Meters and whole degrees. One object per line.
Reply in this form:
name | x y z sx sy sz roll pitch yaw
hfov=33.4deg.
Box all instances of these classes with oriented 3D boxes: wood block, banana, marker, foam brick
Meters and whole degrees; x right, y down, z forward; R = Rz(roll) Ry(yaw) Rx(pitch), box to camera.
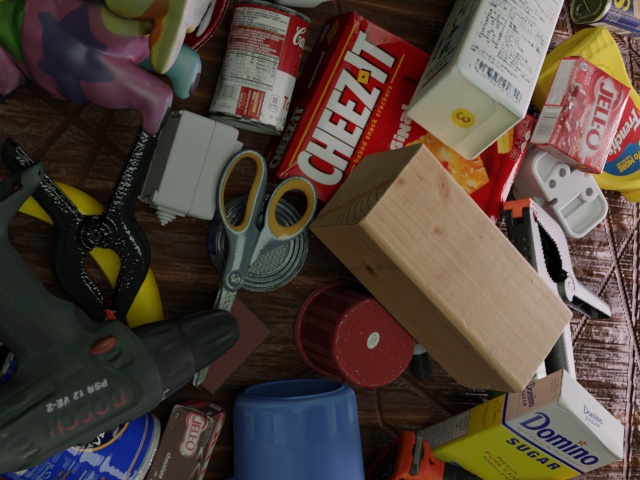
wood block | 0.102 0.027 0.897 0.206 0.091 0.090 46 68 -19
banana | -0.189 0.012 0.896 0.069 0.037 0.197 -44 108 2
marker | 0.088 0.076 1.017 0.020 0.020 0.121 -15 100 -20
foam brick | -0.091 0.087 0.929 0.078 0.053 0.051 -46 109 -12

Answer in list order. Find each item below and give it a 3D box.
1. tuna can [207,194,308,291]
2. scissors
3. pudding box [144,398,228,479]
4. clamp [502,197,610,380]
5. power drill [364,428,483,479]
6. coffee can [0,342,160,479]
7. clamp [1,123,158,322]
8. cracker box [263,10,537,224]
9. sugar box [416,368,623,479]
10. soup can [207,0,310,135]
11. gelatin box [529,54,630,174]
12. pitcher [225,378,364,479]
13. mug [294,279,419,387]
tuna can | -0.056 0.001 0.946 0.086 0.034 0.086 -2 95 -21
scissors | -0.054 0.025 0.897 0.096 0.016 0.202 2 98 -20
pudding box | -0.119 0.193 0.906 0.039 0.090 0.113 22 87 6
clamp | 0.224 0.044 1.013 0.164 0.036 0.210 -49 122 -49
power drill | 0.128 0.261 0.998 0.187 0.185 0.057 24 41 -10
coffee can | -0.215 0.153 0.859 0.140 0.103 0.103 35 81 -20
clamp | -0.189 -0.013 0.850 0.120 0.039 0.171 1 102 -5
cracker box | 0.074 -0.084 0.970 0.213 0.072 0.164 26 84 -21
sugar box | 0.180 0.190 0.987 0.093 0.177 0.048 42 42 -19
soup can | -0.053 -0.148 0.917 0.068 0.069 0.102 14 90 -22
gelatin box | 0.242 -0.116 0.986 0.073 0.030 0.089 24 85 -31
pitcher | -0.027 0.250 0.935 0.148 0.145 0.243 -6 93 -45
mug | 0.044 0.086 0.967 0.117 0.082 0.093 3 93 -22
